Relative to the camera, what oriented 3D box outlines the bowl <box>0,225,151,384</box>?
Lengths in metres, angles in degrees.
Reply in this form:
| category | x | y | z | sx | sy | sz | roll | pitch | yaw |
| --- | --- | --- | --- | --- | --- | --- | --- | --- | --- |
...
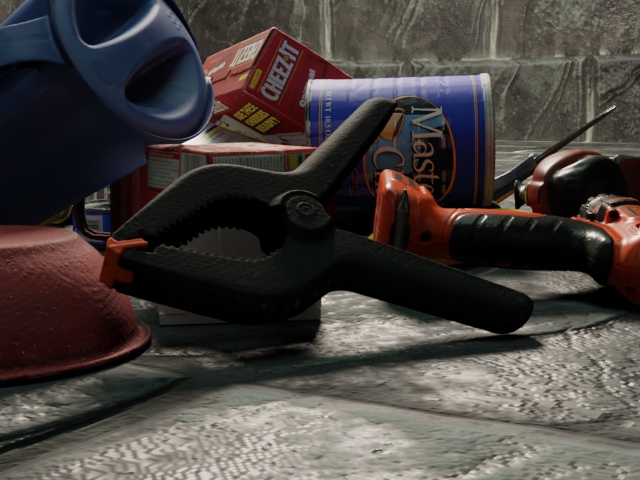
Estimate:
| category | x | y | z | sx | sy | sz | roll | pitch | yaw |
| --- | --- | --- | --- | --- | --- | --- | --- | --- | --- |
| bowl | -0.164 | 0.025 | 0.521 | 0.162 | 0.055 | 0.162 | 0 | 7 | 0 |

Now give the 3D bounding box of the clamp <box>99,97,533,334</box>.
| category | x | y | z | sx | sy | sz | roll | pitch | yaw |
| --- | --- | --- | --- | --- | --- | --- | --- | --- | --- |
| clamp | -0.011 | -0.012 | 0.545 | 0.209 | 0.036 | 0.165 | -4 | 50 | -24 |

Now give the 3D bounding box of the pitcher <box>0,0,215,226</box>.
| category | x | y | z | sx | sy | sz | roll | pitch | yaw |
| --- | --- | --- | --- | --- | --- | --- | --- | --- | --- |
| pitcher | -0.204 | -0.076 | 0.716 | 0.243 | 0.149 | 0.145 | -28 | 35 | 32 |

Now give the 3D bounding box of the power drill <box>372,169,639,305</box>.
| category | x | y | z | sx | sy | sz | roll | pitch | yaw |
| --- | --- | --- | --- | --- | --- | --- | --- | --- | --- |
| power drill | 0.128 | -0.008 | 0.681 | 0.187 | 0.057 | 0.184 | 5 | 10 | 3 |

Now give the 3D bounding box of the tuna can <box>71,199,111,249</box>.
| category | x | y | z | sx | sy | sz | roll | pitch | yaw |
| --- | --- | --- | --- | --- | --- | --- | --- | --- | --- |
| tuna can | -0.161 | -0.014 | 0.879 | 0.086 | 0.034 | 0.086 | 0 | 8 | 0 |

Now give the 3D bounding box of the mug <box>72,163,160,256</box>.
| category | x | y | z | sx | sy | sz | roll | pitch | yaw |
| --- | --- | --- | --- | --- | --- | --- | --- | --- | --- |
| mug | -0.127 | -0.027 | 0.796 | 0.117 | 0.081 | 0.093 | 1 | 8 | 7 |

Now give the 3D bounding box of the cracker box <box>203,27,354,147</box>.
| category | x | y | z | sx | sy | sz | roll | pitch | yaw |
| --- | --- | --- | --- | --- | --- | --- | --- | --- | --- |
| cracker box | 0.000 | -0.103 | 0.982 | 0.213 | 0.072 | 0.164 | 29 | -13 | -23 |

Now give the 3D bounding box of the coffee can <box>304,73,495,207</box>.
| category | x | y | z | sx | sy | sz | roll | pitch | yaw |
| --- | --- | --- | --- | --- | --- | --- | --- | --- | --- |
| coffee can | 0.062 | -0.077 | 0.834 | 0.140 | 0.103 | 0.102 | -1 | 8 | 5 |

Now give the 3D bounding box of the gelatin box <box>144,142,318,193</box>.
| category | x | y | z | sx | sy | sz | roll | pitch | yaw |
| --- | --- | --- | --- | --- | --- | --- | --- | --- | --- |
| gelatin box | -0.053 | -0.042 | 0.626 | 0.073 | 0.030 | 0.089 | -5 | 9 | -31 |

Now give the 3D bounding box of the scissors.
| category | x | y | z | sx | sy | sz | roll | pitch | yaw |
| --- | --- | --- | --- | --- | --- | --- | --- | --- | --- |
| scissors | 0.168 | -0.058 | 0.938 | 0.096 | 0.016 | 0.202 | -21 | -12 | -28 |
